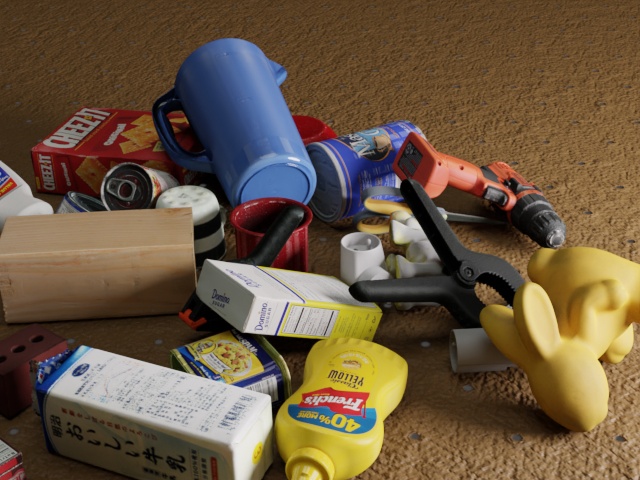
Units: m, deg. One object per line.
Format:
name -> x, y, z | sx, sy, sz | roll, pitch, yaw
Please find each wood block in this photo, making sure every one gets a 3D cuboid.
wood block -> -0.241, 0.027, 1.174 | 0.206, 0.090, 0.091 | -3, 29, -5

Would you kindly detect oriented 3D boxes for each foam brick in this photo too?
foam brick -> -0.290, 0.125, 1.036 | 0.053, 0.051, 0.078 | 21, 36, 34

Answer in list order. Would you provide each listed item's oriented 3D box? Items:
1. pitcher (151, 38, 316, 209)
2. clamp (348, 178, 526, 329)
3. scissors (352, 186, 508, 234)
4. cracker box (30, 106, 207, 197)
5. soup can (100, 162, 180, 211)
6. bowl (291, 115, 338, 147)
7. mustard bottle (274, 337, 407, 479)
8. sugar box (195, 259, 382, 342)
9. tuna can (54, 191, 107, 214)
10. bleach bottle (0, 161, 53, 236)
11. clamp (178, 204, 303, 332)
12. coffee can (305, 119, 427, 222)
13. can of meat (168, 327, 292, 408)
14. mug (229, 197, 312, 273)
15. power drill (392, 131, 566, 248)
pitcher -> -0.102, -0.132, 1.338 | 0.144, 0.149, 0.243 | 24, 28, -40
clamp -> 0.145, 0.031, 1.112 | 0.210, 0.036, 0.164 | 24, 56, -5
scissors -> 0.126, -0.023, 1.314 | 0.201, 0.096, 0.016 | 16, 52, -31
cracker box -> -0.260, -0.121, 1.458 | 0.214, 0.072, 0.164 | 6, 29, 13
soup can -> -0.216, -0.057, 1.304 | 0.068, 0.068, 0.102 | 7, 0, 14
bowl -> -0.037, -0.133, 1.491 | 0.162, 0.055, 0.162 | -1, 29, 0
mustard bottle -> 0.011, 0.162, 0.956 | 0.096, 0.058, 0.191 | 13, 32, 13
sugar box -> -0.031, 0.063, 1.080 | 0.175, 0.048, 0.093 | 7, 17, -41
tuna can -> -0.273, -0.025, 1.279 | 0.086, 0.034, 0.086 | 29, 9, -5
bleach bottle -> -0.396, -0.054, 1.289 | 0.251, 0.068, 0.102 | 26, 40, 35
clamp -> -0.067, 0.053, 1.138 | 0.171, 0.120, 0.039 | -36, 29, -15
coffee can -> 0.058, -0.089, 1.360 | 0.140, 0.103, 0.103 | -17, 33, -27
can of meat -> -0.087, 0.130, 1.018 | 0.083, 0.057, 0.102 | -18, 33, -24
mug -> -0.058, 0.002, 1.221 | 0.093, 0.081, 0.117 | -8, 30, -12
power drill -> 0.191, -0.060, 1.288 | 0.187, 0.057, 0.184 | 18, 19, -26
